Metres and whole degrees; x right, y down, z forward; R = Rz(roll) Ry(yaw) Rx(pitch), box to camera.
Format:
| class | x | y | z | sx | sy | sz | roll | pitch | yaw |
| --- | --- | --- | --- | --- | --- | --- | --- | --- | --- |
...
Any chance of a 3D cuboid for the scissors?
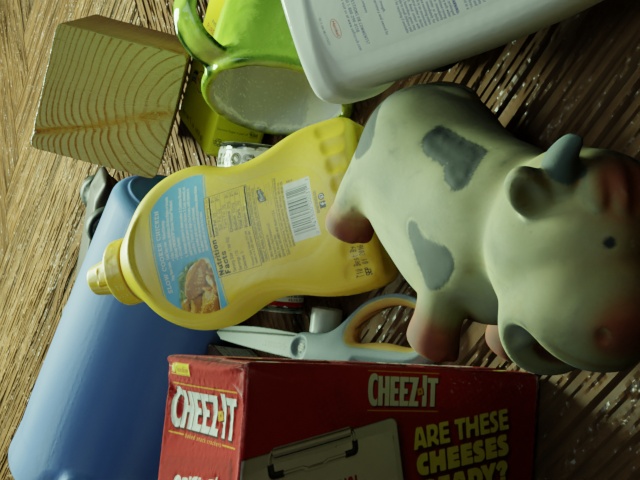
| class | x | y | z | sx | sy | sz | roll | pitch | yaw |
| --- | --- | --- | --- | --- | --- | --- | --- | --- | --- |
| scissors | -0.003 | 0.081 | 0.615 | 0.202 | 0.016 | 0.096 | -19 | 63 | 47 |

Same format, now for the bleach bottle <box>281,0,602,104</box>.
| class | x | y | z | sx | sy | sz | roll | pitch | yaw |
| --- | --- | --- | --- | --- | --- | --- | --- | --- | --- |
| bleach bottle | 0.091 | -0.130 | 0.445 | 0.251 | 0.067 | 0.102 | -7 | 106 | 44 |

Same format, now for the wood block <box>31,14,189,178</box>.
| class | x | y | z | sx | sy | sz | roll | pitch | yaw |
| --- | --- | --- | --- | --- | --- | --- | --- | --- | --- |
| wood block | -0.153 | -0.117 | 0.822 | 0.206 | 0.090 | 0.090 | -111 | 36 | -75 |

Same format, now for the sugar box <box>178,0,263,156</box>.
| class | x | y | z | sx | sy | sz | roll | pitch | yaw |
| --- | --- | --- | --- | --- | --- | --- | --- | --- | --- |
| sugar box | -0.052 | -0.154 | 0.763 | 0.093 | 0.048 | 0.176 | -130 | 51 | -58 |

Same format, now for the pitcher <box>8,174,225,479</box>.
| class | x | y | z | sx | sy | sz | roll | pitch | yaw |
| --- | --- | --- | --- | --- | --- | --- | --- | --- | --- |
| pitcher | -0.133 | 0.075 | 0.796 | 0.149 | 0.144 | 0.243 | 42 | 118 | 42 |

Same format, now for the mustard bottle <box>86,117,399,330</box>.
| class | x | y | z | sx | sy | sz | roll | pitch | yaw |
| --- | --- | --- | --- | --- | --- | --- | --- | --- | --- |
| mustard bottle | -0.054 | 0.001 | 0.620 | 0.192 | 0.058 | 0.096 | -16 | 80 | 22 |

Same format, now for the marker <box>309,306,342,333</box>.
| class | x | y | z | sx | sy | sz | roll | pitch | yaw |
| --- | --- | --- | --- | --- | --- | --- | --- | --- | --- |
| marker | -0.003 | 0.101 | 0.646 | 0.020 | 0.020 | 0.121 | 8 | 91 | 62 |

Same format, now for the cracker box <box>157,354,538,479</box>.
| class | x | y | z | sx | sy | sz | roll | pitch | yaw |
| --- | --- | --- | --- | --- | --- | --- | --- | --- | --- |
| cracker box | 0.009 | 0.158 | 0.456 | 0.072 | 0.163 | 0.214 | -2 | 83 | 52 |
